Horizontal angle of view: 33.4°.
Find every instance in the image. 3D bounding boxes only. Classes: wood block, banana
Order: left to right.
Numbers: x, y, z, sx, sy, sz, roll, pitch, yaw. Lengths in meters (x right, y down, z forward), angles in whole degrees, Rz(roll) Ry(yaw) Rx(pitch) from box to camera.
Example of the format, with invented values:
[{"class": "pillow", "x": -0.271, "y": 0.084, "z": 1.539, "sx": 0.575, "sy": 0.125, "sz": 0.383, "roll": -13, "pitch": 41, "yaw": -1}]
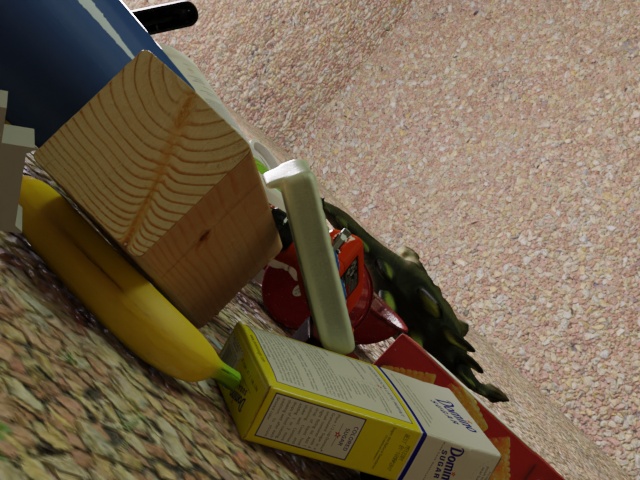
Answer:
[{"class": "banana", "x": -0.130, "y": 0.024, "z": 0.637, "sx": 0.198, "sy": 0.037, "sz": 0.069, "roll": 43, "pitch": -10, "yaw": 12}, {"class": "wood block", "x": -0.092, "y": -0.021, "z": 0.683, "sx": 0.090, "sy": 0.090, "sz": 0.206, "roll": 43, "pitch": -10, "yaw": 13}]

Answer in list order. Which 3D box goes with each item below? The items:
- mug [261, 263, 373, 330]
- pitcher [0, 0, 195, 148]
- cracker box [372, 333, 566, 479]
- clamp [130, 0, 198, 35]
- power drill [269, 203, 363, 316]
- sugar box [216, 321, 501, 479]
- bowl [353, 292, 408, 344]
[{"class": "mug", "x": -0.014, "y": 0.041, "z": 1.036, "sx": 0.117, "sy": 0.093, "sz": 0.081, "roll": 34, "pitch": 7, "yaw": 23}, {"class": "pitcher", "x": -0.204, "y": -0.153, "z": 0.746, "sx": 0.242, "sy": 0.145, "sz": 0.149, "roll": 47, "pitch": 47, "yaw": -22}, {"class": "cracker box", "x": 0.136, "y": 0.186, "z": 0.919, "sx": 0.214, "sy": 0.072, "sz": 0.164, "roll": 43, "pitch": -2, "yaw": 19}, {"class": "clamp", "x": -0.235, "y": -0.182, "z": 0.978, "sx": 0.164, "sy": 0.210, "sz": 0.036, "roll": -54, "pitch": 138, "yaw": -62}, {"class": "power drill", "x": -0.056, "y": 0.001, "z": 0.869, "sx": 0.188, "sy": 0.057, "sz": 0.184, "roll": 30, "pitch": -20, "yaw": 16}, {"class": "sugar box", "x": 0.023, "y": 0.113, "z": 0.699, "sx": 0.176, "sy": 0.048, "sz": 0.093, "roll": 23, "pitch": 13, "yaw": -24}, {"class": "bowl", "x": 0.024, "y": 0.070, "z": 1.233, "sx": 0.162, "sy": 0.055, "sz": 0.162, "roll": 40, "pitch": 5, "yaw": -5}]
